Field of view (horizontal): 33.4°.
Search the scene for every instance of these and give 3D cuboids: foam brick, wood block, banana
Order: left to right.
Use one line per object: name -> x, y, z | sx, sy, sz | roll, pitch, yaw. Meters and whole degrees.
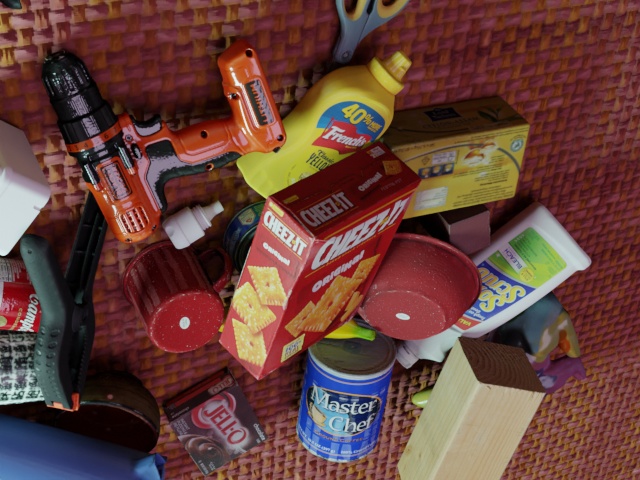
banana -> -0.039, 0.088, 1.186 | 0.197, 0.070, 0.037 | 5, 85, -23
foam brick -> 0.149, -0.026, 1.190 | 0.051, 0.078, 0.053 | -19, 132, -13
wood block -> 0.177, 0.228, 1.278 | 0.090, 0.090, 0.206 | 12, 118, -17

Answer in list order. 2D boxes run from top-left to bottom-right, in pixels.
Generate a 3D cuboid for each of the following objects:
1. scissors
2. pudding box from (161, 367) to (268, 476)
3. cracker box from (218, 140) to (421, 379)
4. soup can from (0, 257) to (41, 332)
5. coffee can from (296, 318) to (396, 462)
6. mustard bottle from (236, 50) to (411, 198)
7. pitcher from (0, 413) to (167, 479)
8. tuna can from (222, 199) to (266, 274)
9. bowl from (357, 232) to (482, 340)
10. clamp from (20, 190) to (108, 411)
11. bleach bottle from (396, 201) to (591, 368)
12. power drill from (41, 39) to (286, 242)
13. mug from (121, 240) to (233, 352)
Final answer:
scissors -> 0.040, -0.193, 1.041 | 0.096, 0.016, 0.202 | -16, 138, -28
pudding box -> -0.123, 0.213, 1.252 | 0.090, 0.039, 0.113 | -29, 134, -6
cracker box -> -0.002, 0.022, 1.068 | 0.163, 0.072, 0.214 | -30, 154, -41
soup can -> -0.307, 0.049, 1.003 | 0.102, 0.068, 0.069 | 8, 120, -33
coffee can -> 0.029, 0.177, 1.264 | 0.102, 0.103, 0.140 | -9, 128, -23
mustard bottle -> 0.014, -0.114, 1.045 | 0.192, 0.058, 0.096 | -43, 139, 16
pitcher -> -0.290, 0.258, 1.091 | 0.242, 0.145, 0.149 | 21, 74, -12
tuna can -> -0.057, 0.001, 1.127 | 0.086, 0.034, 0.086 | -15, 130, -18
bowl -> 0.097, 0.063, 1.189 | 0.162, 0.055, 0.162 | 9, 141, 7
clamp -> -0.230, 0.057, 0.988 | 0.036, 0.164, 0.210 | 10, 117, 9
bleach bottle -> 0.195, 0.069, 1.280 | 0.251, 0.068, 0.102 | -41, 89, 7
power drill -> -0.137, -0.111, 0.962 | 0.187, 0.057, 0.184 | -25, 116, -9
mug -> -0.138, 0.053, 1.089 | 0.117, 0.082, 0.093 | -36, 134, 0
